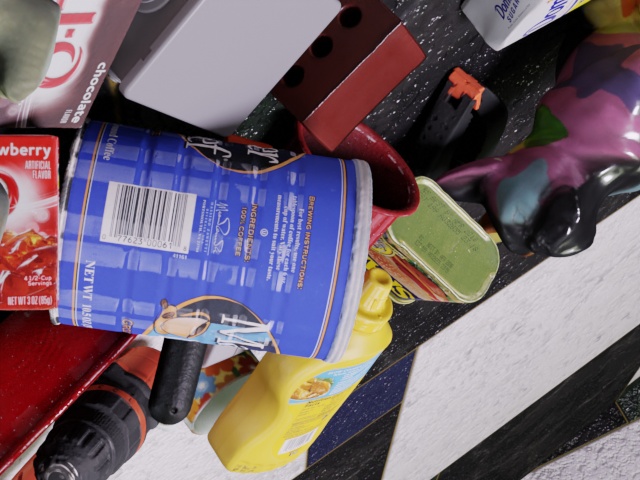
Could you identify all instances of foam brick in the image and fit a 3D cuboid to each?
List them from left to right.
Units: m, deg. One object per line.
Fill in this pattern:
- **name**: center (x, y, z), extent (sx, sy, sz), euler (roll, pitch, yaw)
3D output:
- **foam brick**: center (0.009, -0.099, 0.592), extent (0.078, 0.053, 0.051), euler (-45, 156, 7)

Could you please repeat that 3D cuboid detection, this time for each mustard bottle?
- **mustard bottle**: center (-0.003, 0.086, 0.739), extent (0.096, 0.058, 0.192), euler (-13, 148, -42)

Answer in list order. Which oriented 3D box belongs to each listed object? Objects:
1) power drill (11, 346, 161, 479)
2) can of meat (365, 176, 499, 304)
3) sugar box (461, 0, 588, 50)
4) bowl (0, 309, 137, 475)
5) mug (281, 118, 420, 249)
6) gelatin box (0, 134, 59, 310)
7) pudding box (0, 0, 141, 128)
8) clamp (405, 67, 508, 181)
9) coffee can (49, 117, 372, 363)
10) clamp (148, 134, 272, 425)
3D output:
- **power drill**: center (-0.178, 0.158, 0.683), extent (0.188, 0.057, 0.184), euler (-43, -178, 14)
- **can of meat**: center (0.064, 0.001, 0.745), extent (0.057, 0.102, 0.084), euler (-57, -156, -18)
- **sugar box**: center (0.181, -0.188, 0.675), extent (0.176, 0.048, 0.093), euler (-33, 173, -21)
- **bowl**: center (-0.161, 0.073, 0.586), extent (0.162, 0.055, 0.162), euler (-44, -175, 5)
- **mug**: center (-0.004, -0.020, 0.658), extent (0.082, 0.093, 0.117), euler (-50, 173, 30)
- **gelatin box**: center (-0.154, -0.008, 0.442), extent (0.089, 0.073, 0.030), euler (0, -175, -16)
- **pudding box**: center (-0.117, -0.097, 0.422), extent (0.089, 0.039, 0.114), euler (-8, 140, -51)
- **clamp**: center (0.095, -0.047, 0.823), extent (0.164, 0.036, 0.210), euler (-40, 155, -15)
- **coffee can**: center (-0.053, 0.001, 0.526), extent (0.140, 0.103, 0.103), euler (8, 141, -6)
- **clamp**: center (-0.074, 0.010, 0.638), extent (0.039, 0.120, 0.171), euler (14, 109, -27)
